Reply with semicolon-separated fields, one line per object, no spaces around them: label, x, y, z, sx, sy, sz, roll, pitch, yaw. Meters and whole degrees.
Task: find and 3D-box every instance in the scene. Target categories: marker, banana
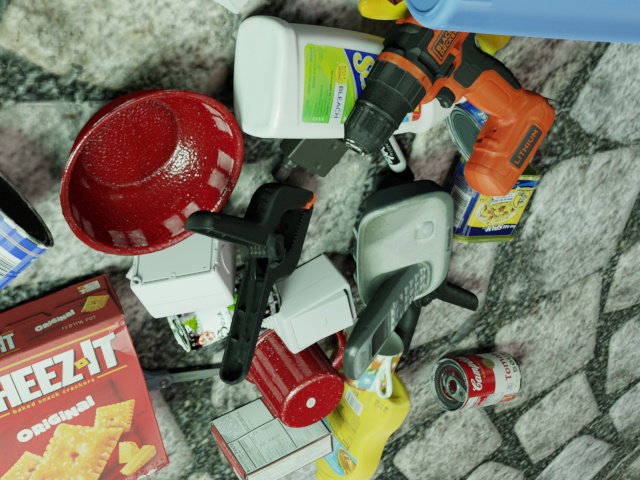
marker;0.069;-0.092;1.057;0.020;0.020;0.121;-38;140;-3
banana;0.119;-0.206;0.975;0.197;0.037;0.070;13;116;-44

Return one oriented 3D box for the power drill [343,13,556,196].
power drill;0.118;-0.117;0.939;0.187;0.057;0.184;40;81;-40

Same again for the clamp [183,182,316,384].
clamp;-0.056;0.001;0.949;0.209;0.036;0.164;-59;146;-47

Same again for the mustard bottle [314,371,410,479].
mustard bottle;0.038;0.235;1.278;0.058;0.096;0.192;-2;127;-38

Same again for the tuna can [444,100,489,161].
tuna can;0.162;-0.107;1.064;0.033;0.086;0.086;-33;140;-10

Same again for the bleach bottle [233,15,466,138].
bleach bottle;0.041;-0.144;0.950;0.250;0.068;0.102;-7;108;-40

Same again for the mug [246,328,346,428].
mug;-0.018;0.140;1.158;0.117;0.082;0.093;-43;141;4

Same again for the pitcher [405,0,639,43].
pitcher;0.184;-0.214;0.824;0.242;0.145;0.149;-3;136;-21

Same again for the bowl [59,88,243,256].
bowl;-0.146;-0.067;0.884;0.161;0.055;0.162;-21;137;-21

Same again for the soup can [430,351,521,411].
soup can;0.202;0.181;1.379;0.102;0.069;0.069;-3;128;-37

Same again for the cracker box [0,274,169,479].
cracker box;-0.241;0.156;0.986;0.164;0.072;0.214;-22;132;-16

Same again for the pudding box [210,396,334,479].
pudding box;-0.054;0.220;1.198;0.113;0.090;0.039;-24;137;-19

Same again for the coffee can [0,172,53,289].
coffee can;-0.289;0.012;0.808;0.140;0.103;0.102;-41;141;1

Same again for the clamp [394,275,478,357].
clamp;0.108;0.065;1.221;0.120;0.039;0.171;-42;135;-4

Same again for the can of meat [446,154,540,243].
can of meat;0.181;-0.047;1.158;0.101;0.057;0.084;-2;126;-37

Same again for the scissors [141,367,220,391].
scissors;-0.168;0.130;1.082;0.201;0.016;0.096;-17;135;-26
